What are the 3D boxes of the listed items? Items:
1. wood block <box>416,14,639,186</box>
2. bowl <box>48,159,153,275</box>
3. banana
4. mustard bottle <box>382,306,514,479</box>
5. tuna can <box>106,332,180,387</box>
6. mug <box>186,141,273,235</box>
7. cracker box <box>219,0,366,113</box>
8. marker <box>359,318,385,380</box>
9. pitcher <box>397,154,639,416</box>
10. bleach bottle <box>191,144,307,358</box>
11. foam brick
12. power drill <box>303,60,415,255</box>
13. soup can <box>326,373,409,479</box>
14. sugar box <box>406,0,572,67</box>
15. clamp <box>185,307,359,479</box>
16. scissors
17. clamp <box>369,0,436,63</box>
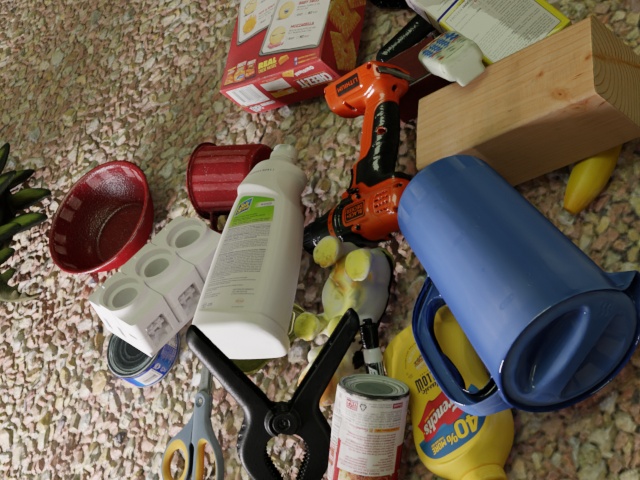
[{"bbox_3d":[0.201,-0.122,1.038,0.207,0.090,0.090,-23,51,41],"label":"wood block"},{"bbox_3d":[-0.266,-0.020,1.354,0.162,0.055,0.162,-17,56,26],"label":"bowl"},{"bbox_3d":[0.271,-0.118,1.061,0.070,0.037,0.198,-24,51,40],"label":"banana"},{"bbox_3d":[0.125,0.161,0.980,0.096,0.058,0.192,-38,49,23],"label":"mustard bottle"},{"bbox_3d":[-0.207,0.126,1.244,0.086,0.033,0.086,-17,56,26],"label":"tuna can"},{"bbox_3d":[-0.099,-0.060,1.244,0.082,0.093,0.117,-1,72,29],"label":"mug"},{"bbox_3d":[-0.025,-0.274,1.318,0.164,0.072,0.213,-11,58,39],"label":"cracker box"},{"bbox_3d":[0.054,0.135,1.030,0.020,0.020,0.121,-8,93,31],"label":"marker"},{"bbox_3d":[0.155,0.034,0.951,0.149,0.145,0.243,-7,37,-21],"label":"pitcher"},{"bbox_3d":[-0.057,0.001,1.128,0.103,0.068,0.250,-5,52,28],"label":"bleach bottle"},{"bbox_3d":[0.109,-0.179,1.193,0.078,0.053,0.051,-28,52,17],"label":"foam brick"},{"bbox_3d":[0.041,-0.083,1.138,0.185,0.057,0.187,-21,64,50],"label":"power drill"},{"bbox_3d":[0.044,0.182,0.990,0.069,0.068,0.102,14,103,39],"label":"soup can"},{"bbox_3d":[0.180,-0.248,1.162,0.093,0.048,0.176,-44,62,3],"label":"sugar box"},{"bbox_3d":[-0.027,0.164,1.026,0.164,0.210,0.036,-12,12,2],"label":"clamp"},{"bbox_3d":[-0.138,0.182,1.143,0.096,0.016,0.202,-17,72,36],"label":"scissors"},{"bbox_3d":[0.132,-0.264,1.235,0.172,0.039,0.120,-13,59,28],"label":"clamp"}]
